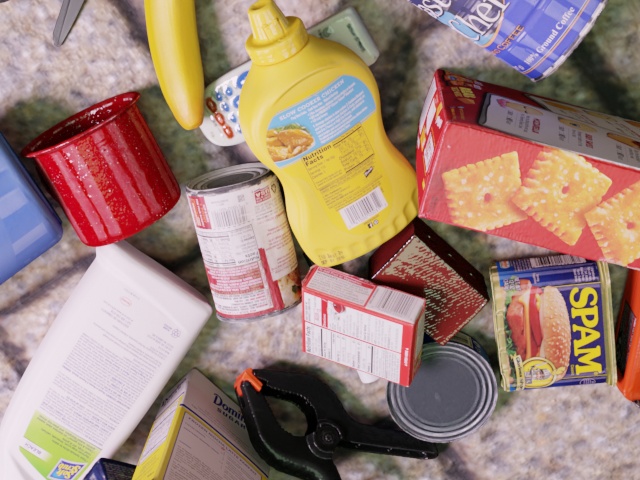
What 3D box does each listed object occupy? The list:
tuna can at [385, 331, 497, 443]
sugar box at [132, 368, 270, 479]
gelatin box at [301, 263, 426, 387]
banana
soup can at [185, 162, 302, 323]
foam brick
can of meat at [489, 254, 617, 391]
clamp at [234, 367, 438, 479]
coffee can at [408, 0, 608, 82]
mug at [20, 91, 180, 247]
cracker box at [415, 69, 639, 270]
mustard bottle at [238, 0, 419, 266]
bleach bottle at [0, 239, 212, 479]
[{"bbox_3d":[0.093,0.111,0.828,0.086,0.033,0.086,1,108,3],"label":"tuna can"},{"bbox_3d":[-0.086,0.172,0.782,0.093,0.176,0.048,43,102,-10],"label":"sugar box"},{"bbox_3d":[0.030,0.062,0.777,0.089,0.030,0.073,18,139,18],"label":"gelatin box"},{"bbox_3d":[-0.098,-0.178,0.729,0.037,0.070,0.198,-7,118,-28],"label":"banana"},{"bbox_3d":[-0.055,0.001,0.782,0.068,0.068,0.102,-11,107,6],"label":"soup can"},{"bbox_3d":[0.080,0.029,0.792,0.078,0.053,0.051,41,106,-11],"label":"foam brick"},{"bbox_3d":[0.172,0.061,0.796,0.084,0.057,0.102,-6,108,8],"label":"can of meat"},{"bbox_3d":[0.000,0.167,0.821,0.171,0.120,0.039,31,143,-3],"label":"clamp"},{"bbox_3d":[0.110,-0.183,0.694,0.140,0.103,0.103,31,107,-7],"label":"coffee can"},{"bbox_3d":[-0.161,-0.047,0.768,0.117,0.093,0.081,-9,116,38],"label":"mug"},{"bbox_3d":[0.171,-0.041,0.706,0.213,0.164,0.072,15,110,-2],"label":"cracker box"},{"bbox_3d":[-0.002,-0.078,0.726,0.096,0.058,0.191,-31,124,-5],"label":"mustard bottle"},{"bbox_3d":[-0.190,0.124,0.795,0.102,0.068,0.251,36,90,-12],"label":"bleach bottle"}]
